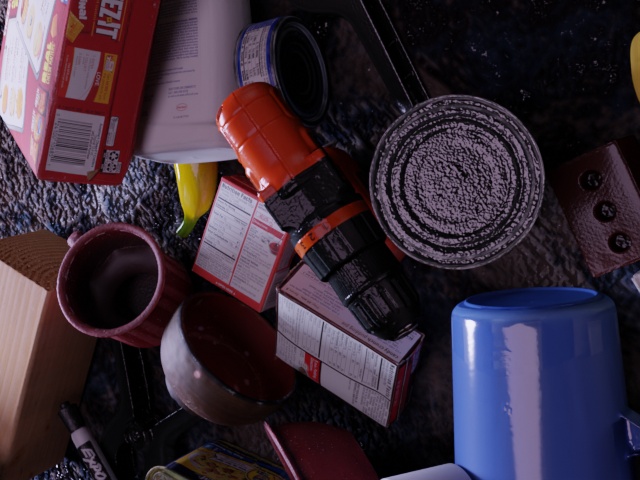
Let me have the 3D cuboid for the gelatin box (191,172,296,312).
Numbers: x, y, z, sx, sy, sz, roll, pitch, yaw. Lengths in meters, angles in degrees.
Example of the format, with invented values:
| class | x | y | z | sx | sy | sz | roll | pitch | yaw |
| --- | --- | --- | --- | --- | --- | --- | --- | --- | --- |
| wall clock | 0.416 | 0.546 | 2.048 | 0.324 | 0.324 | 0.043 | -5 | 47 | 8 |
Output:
| class | x | y | z | sx | sy | sz | roll | pitch | yaw |
| --- | --- | --- | --- | --- | --- | --- | --- | --- | --- |
| gelatin box | -0.056 | 0.001 | 0.852 | 0.073 | 0.030 | 0.089 | 29 | 112 | 23 |

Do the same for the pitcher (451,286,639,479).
| class | x | y | z | sx | sy | sz | roll | pitch | yaw |
| --- | --- | --- | --- | --- | --- | --- | --- | --- | --- |
| pitcher | 0.159 | 0.157 | 0.709 | 0.149 | 0.145 | 0.243 | -6 | 95 | -11 |

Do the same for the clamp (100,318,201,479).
| class | x | y | z | sx | sy | sz | roll | pitch | yaw |
| --- | --- | --- | --- | --- | --- | --- | --- | --- | --- |
| clamp | -0.157 | 0.155 | 0.931 | 0.120 | 0.039 | 0.172 | 41 | 116 | 23 |

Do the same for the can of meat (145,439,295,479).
| class | x | y | z | sx | sy | sz | roll | pitch | yaw |
| --- | --- | --- | --- | --- | --- | --- | --- | --- | --- |
| can of meat | -0.080 | 0.210 | 0.873 | 0.102 | 0.083 | 0.057 | 20 | 108 | 24 |

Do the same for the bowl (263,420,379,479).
| class | x | y | z | sx | sy | sz | roll | pitch | yaw |
| --- | --- | --- | --- | --- | --- | --- | --- | --- | --- |
| bowl | 0.018 | 0.195 | 0.801 | 0.055 | 0.162 | 0.162 | -27 | 84 | -8 |

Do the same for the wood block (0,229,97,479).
| class | x | y | z | sx | sy | sz | roll | pitch | yaw |
| --- | --- | --- | --- | --- | --- | --- | --- | --- | --- |
| wood block | -0.265 | 0.106 | 0.953 | 0.091 | 0.090 | 0.206 | 27 | 112 | 22 |

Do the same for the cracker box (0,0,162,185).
| class | x | y | z | sx | sy | sz | roll | pitch | yaw |
| --- | --- | --- | --- | --- | --- | --- | --- | --- | --- |
| cracker box | -0.190 | -0.153 | 0.816 | 0.214 | 0.072 | 0.164 | 43 | 123 | 57 |

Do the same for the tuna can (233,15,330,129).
| class | x | y | z | sx | sy | sz | roll | pitch | yaw |
| --- | --- | --- | --- | --- | --- | --- | --- | --- | --- |
| tuna can | -0.027 | -0.120 | 0.781 | 0.034 | 0.086 | 0.086 | -9 | 95 | 28 |

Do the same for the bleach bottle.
| class | x | y | z | sx | sy | sz | roll | pitch | yaw |
| --- | --- | --- | --- | --- | --- | --- | --- | --- | --- |
| bleach bottle | -0.093 | -0.187 | 0.801 | 0.103 | 0.068 | 0.251 | -2 | 85 | 32 |

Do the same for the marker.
| class | x | y | z | sx | sy | sz | roll | pitch | yaw |
| --- | --- | --- | --- | --- | --- | --- | --- | --- | --- |
| marker | -0.197 | 0.194 | 0.936 | 0.020 | 0.020 | 0.121 | -39 | 75 | 29 |

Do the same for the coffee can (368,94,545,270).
| class | x | y | z | sx | sy | sz | roll | pitch | yaw |
| --- | --- | --- | --- | --- | --- | --- | --- | --- | --- |
| coffee can | 0.091 | -0.036 | 0.686 | 0.103 | 0.140 | 0.103 | 0 | 92 | 11 |

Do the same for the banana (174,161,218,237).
| class | x | y | z | sx | sy | sz | roll | pitch | yaw |
| --- | --- | --- | --- | --- | --- | --- | --- | --- | --- |
| banana | -0.124 | -0.102 | 0.866 | 0.070 | 0.037 | 0.198 | -18 | 90 | 28 |

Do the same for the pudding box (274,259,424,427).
| class | x | y | z | sx | sy | sz | roll | pitch | yaw |
| --- | --- | --- | --- | --- | --- | --- | --- | --- | --- |
| pudding box | 0.019 | 0.078 | 0.798 | 0.114 | 0.039 | 0.090 | 30 | 144 | 19 |

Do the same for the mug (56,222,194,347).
| class | x | y | z | sx | sy | sz | roll | pitch | yaw |
| --- | --- | --- | --- | --- | --- | --- | --- | --- | --- |
| mug | -0.162 | 0.034 | 0.873 | 0.117 | 0.081 | 0.093 | 38 | 87 | 23 |

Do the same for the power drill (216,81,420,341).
| class | x | y | z | sx | sy | sz | roll | pitch | yaw |
| --- | --- | --- | --- | --- | --- | --- | --- | --- | --- |
| power drill | 0.014 | -0.013 | 0.719 | 0.057 | 0.187 | 0.184 | -34 | 80 | 6 |

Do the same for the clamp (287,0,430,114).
| class | x | y | z | sx | sy | sz | roll | pitch | yaw |
| --- | --- | --- | --- | --- | --- | --- | --- | --- | --- |
| clamp | 0.026 | -0.184 | 0.766 | 0.210 | 0.036 | 0.165 | 27 | 120 | 26 |
